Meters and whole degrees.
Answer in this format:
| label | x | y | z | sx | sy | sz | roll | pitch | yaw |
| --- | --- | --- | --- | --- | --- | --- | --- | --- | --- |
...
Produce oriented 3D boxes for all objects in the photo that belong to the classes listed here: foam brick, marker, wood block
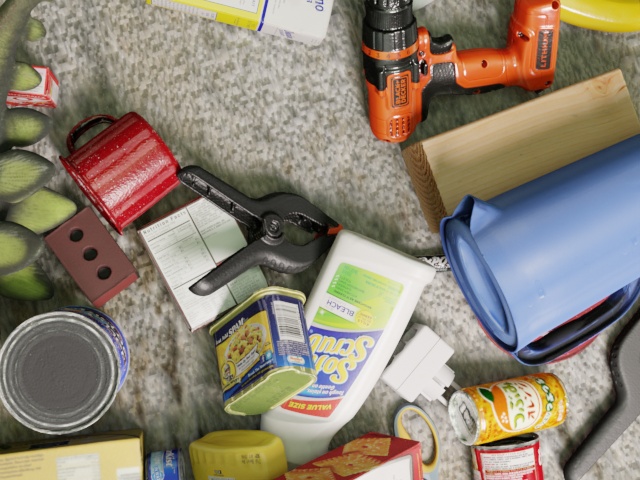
| label | x | y | z | sx | sy | sz | roll | pitch | yaw |
| --- | --- | --- | --- | --- | --- | --- | --- | --- | --- |
| foam brick | -0.212 | 0.016 | 0.995 | 0.053 | 0.051 | 0.078 | -37 | 85 | -9 |
| marker | 0.106 | 0.023 | 1.055 | 0.121 | 0.020 | 0.020 | -2 | 89 | -7 |
| wood block | 0.195 | -0.085 | 1.033 | 0.206 | 0.090 | 0.091 | -21 | 91 | -8 |

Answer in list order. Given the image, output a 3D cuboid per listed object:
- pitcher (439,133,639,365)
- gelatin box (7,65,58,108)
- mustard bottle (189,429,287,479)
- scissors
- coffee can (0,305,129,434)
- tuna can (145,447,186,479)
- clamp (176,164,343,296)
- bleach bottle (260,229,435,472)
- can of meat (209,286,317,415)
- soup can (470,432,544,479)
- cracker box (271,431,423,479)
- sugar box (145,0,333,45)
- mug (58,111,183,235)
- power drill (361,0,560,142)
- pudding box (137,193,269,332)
| label | x | y | z | sx | sy | sz | roll | pitch | yaw |
| --- | --- | --- | --- | --- | --- | --- | --- | --- | --- |
| pitcher | 0.241 | -0.002 | 0.951 | 0.242 | 0.149 | 0.145 | -26 | 72 | -7 |
| gelatin box | -0.291 | -0.144 | 0.984 | 0.089 | 0.073 | 0.030 | 5 | 88 | -7 |
| mustard bottle | -0.063 | 0.275 | 0.993 | 0.096 | 0.058 | 0.191 | -5 | 99 | 36 |
| scissors | 0.096 | 0.262 | 1.049 | 0.096 | 0.016 | 0.202 | -16 | 90 | -5 |
| coffee can | -0.225 | 0.111 | 0.951 | 0.102 | 0.140 | 0.103 | 0 | 89 | -7 |
| tuna can | -0.140 | 0.237 | 0.986 | 0.033 | 0.086 | 0.086 | -6 | 89 | -6 |
| clamp | -0.057 | 0.001 | 0.992 | 0.171 | 0.039 | 0.120 | 10 | 75 | -28 |
| bleach bottle | 0.015 | 0.121 | 1.010 | 0.102 | 0.068 | 0.251 | 23 | 94 | 9 |
| can of meat | -0.052 | 0.103 | 0.979 | 0.057 | 0.102 | 0.084 | 15 | 50 | -38 |
| soup can | 0.184 | 0.242 | 1.034 | 0.068 | 0.068 | 0.102 | -7 | 90 | -7 |
| cracker box | 0.009 | 0.281 | 0.945 | 0.213 | 0.072 | 0.164 | -14 | 103 | -48 |
| sugar box | -0.073 | -0.254 | 1.028 | 0.176 | 0.048 | 0.093 | 14 | 87 | -10 |
| mug | -0.189 | -0.073 | 0.993 | 0.081 | 0.093 | 0.117 | -39 | 64 | -11 |
| power drill | 0.129 | -0.190 | 1.005 | 0.187 | 0.057 | 0.184 | -13 | 133 | -9 |
| pudding box | -0.111 | 0.019 | 1.020 | 0.090 | 0.039 | 0.113 | -28 | 90 | -7 |
